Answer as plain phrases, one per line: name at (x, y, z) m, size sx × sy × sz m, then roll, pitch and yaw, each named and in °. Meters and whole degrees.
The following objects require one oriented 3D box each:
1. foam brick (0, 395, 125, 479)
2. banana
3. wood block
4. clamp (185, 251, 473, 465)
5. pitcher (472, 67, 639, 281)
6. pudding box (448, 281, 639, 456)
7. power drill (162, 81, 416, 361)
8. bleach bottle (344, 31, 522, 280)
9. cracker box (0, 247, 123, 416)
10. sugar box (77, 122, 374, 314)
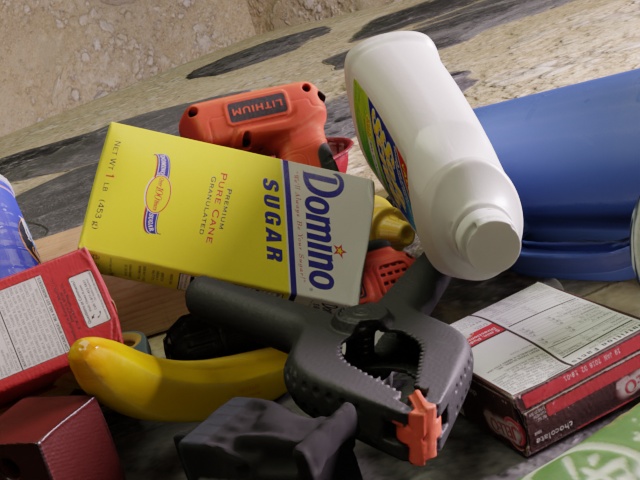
foam brick at (-0.141, 0.127, 0.564) m, size 0.053 × 0.078 × 0.051 m, roll -8°, pitch 17°, yaw 30°
banana at (-0.074, 0.079, 0.632) m, size 0.197 × 0.070 × 0.037 m, roll 0°, pitch 33°, yaw -47°
wood block at (-0.178, 0.034, 0.896) m, size 0.206 × 0.091 × 0.090 m, roll -17°, pitch 16°, yaw -1°
clamp at (0.011, 0.053, 0.561) m, size 0.164 × 0.036 × 0.210 m, roll -7°, pitch 21°, yaw -5°
pitcher at (0.177, -0.042, 0.725) m, size 0.149 × 0.145 × 0.243 m, roll 5°, pitch -5°, yaw -38°
pudding box at (0.115, 0.065, 0.574) m, size 0.090 × 0.039 × 0.114 m, roll -23°, pitch 18°, yaw -15°
power drill at (-0.037, -0.010, 0.740) m, size 0.184 × 0.188 × 0.057 m, roll -14°, pitch -19°, yaw -16°
bleach bottle at (0.069, -0.051, 0.639) m, size 0.068 × 0.102 × 0.251 m, roll -13°, pitch 23°, yaw -2°
cracker box at (-0.224, 0.097, 0.653) m, size 0.213 × 0.072 × 0.164 m, roll -23°, pitch -16°, yaw -15°
sugar box at (-0.057, -0.010, 0.679) m, size 0.176 × 0.093 × 0.048 m, roll 10°, pitch -23°, yaw -4°
